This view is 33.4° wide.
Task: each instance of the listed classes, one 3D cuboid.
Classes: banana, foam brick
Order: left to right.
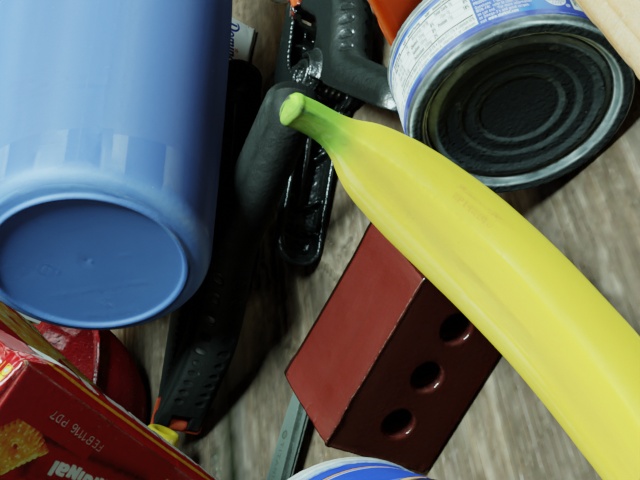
[{"bbox_3d":[0.032,0.041,0.421,0.078,0.052,0.051,-61,30,13],"label":"foam brick"},{"bbox_3d":[0.063,0.023,0.347,0.198,0.069,0.037,46,122,25],"label":"banana"}]

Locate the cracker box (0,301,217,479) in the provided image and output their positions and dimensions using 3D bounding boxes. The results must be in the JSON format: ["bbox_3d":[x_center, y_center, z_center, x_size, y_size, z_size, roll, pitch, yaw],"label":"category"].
[{"bbox_3d":[-0.149,0.073,0.491,0.214,0.164,0.072,26,74,43],"label":"cracker box"}]

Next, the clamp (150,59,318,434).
[{"bbox_3d":[-0.054,0.001,0.575,0.164,0.036,0.210,-118,43,-68],"label":"clamp"}]

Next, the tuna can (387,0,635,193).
[{"bbox_3d":[0.070,-0.057,0.391,0.086,0.086,0.034,-46,39,34],"label":"tuna can"}]

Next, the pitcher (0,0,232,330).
[{"bbox_3d":[-0.106,-0.071,0.552,0.145,0.149,0.243,-42,36,34],"label":"pitcher"}]

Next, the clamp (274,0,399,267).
[{"bbox_3d":[0.009,-0.083,0.553,0.120,0.039,0.171,-40,43,41],"label":"clamp"}]
